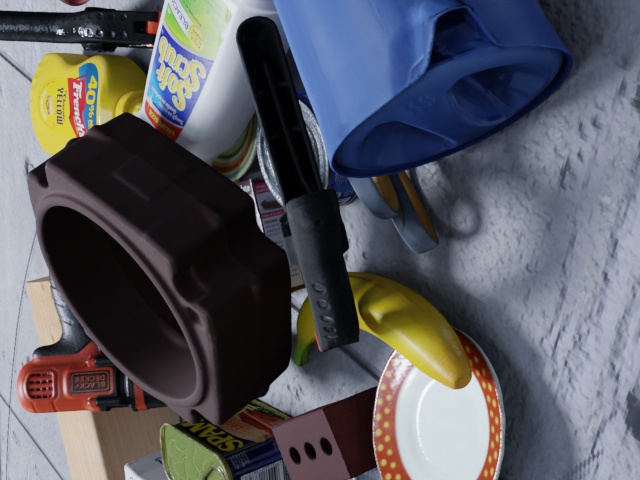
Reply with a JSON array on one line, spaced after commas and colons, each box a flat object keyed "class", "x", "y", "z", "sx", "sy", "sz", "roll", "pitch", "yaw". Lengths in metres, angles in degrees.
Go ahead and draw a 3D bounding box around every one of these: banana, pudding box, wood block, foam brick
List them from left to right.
[{"class": "wood block", "x": -0.205, "y": 0.128, "z": 1.025, "sx": 0.090, "sy": 0.090, "sz": 0.206, "roll": -5, "pitch": 99, "yaw": 55}, {"class": "pudding box", "x": -0.055, "y": 0.001, "z": 0.817, "sx": 0.114, "sy": 0.039, "sz": 0.090, "roll": -12, "pitch": 93, "yaw": 55}, {"class": "foam brick", "x": 0.012, "y": 0.144, "z": 0.770, "sx": 0.078, "sy": 0.051, "sz": 0.053, "roll": -32, "pitch": 77, "yaw": 53}, {"class": "banana", "x": 0.035, "y": 0.055, "z": 0.711, "sx": 0.198, "sy": 0.037, "sz": 0.069, "roll": -2, "pitch": 104, "yaw": 60}]

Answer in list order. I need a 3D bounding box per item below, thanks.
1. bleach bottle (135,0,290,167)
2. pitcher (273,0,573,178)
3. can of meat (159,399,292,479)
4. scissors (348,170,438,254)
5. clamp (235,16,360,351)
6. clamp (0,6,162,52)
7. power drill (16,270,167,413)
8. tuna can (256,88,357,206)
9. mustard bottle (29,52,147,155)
[{"class": "bleach bottle", "x": -0.080, "y": -0.109, "z": 0.755, "sx": 0.103, "sy": 0.067, "sz": 0.251, "roll": 55, "pitch": 141, "yaw": 25}, {"class": "pitcher", "x": 0.025, "y": -0.162, "z": 0.584, "sx": 0.149, "sy": 0.144, "sz": 0.243, "roll": -35, "pitch": 70, "yaw": 41}, {"class": "can of meat", "x": -0.067, "y": 0.172, "z": 0.860, "sx": 0.102, "sy": 0.083, "sz": 0.057, "roll": 17, "pitch": 116, "yaw": 50}, {"class": "scissors", "x": 0.015, "y": -0.081, "z": 0.660, "sx": 0.016, "sy": 0.096, "sz": 0.202, "roll": -33, "pitch": 75, "yaw": 18}, {"class": "clamp", "x": -0.007, "y": -0.015, "z": 0.616, "sx": 0.210, "sy": 0.036, "sz": 0.164, "roll": 76, "pitch": 178, "yaw": -52}, {"class": "clamp", "x": -0.193, "y": -0.174, "z": 0.876, "sx": 0.172, "sy": 0.120, "sz": 0.039, "roll": 7, "pitch": 103, "yaw": 48}, {"class": "power drill", "x": -0.171, "y": 0.054, "z": 0.923, "sx": 0.057, "sy": 0.184, "sz": 0.187, "roll": 94, "pitch": 172, "yaw": -79}, {"class": "tuna can", "x": -0.008, "y": -0.062, "z": 0.732, "sx": 0.086, "sy": 0.033, "sz": 0.086, "roll": 25, "pitch": 122, "yaw": 47}, {"class": "mustard bottle", "x": -0.192, "y": -0.116, "z": 0.942, "sx": 0.192, "sy": 0.058, "sz": 0.096, "roll": 14, "pitch": 103, "yaw": 50}]
